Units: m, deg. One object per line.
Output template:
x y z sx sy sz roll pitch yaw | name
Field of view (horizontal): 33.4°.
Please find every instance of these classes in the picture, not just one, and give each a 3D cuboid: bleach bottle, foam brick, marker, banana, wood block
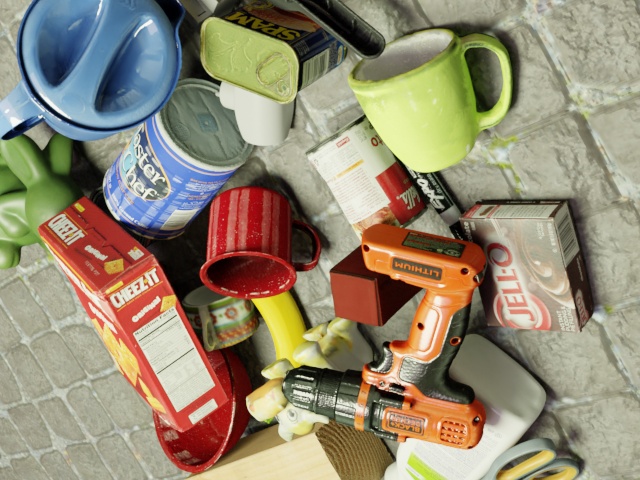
0.120 0.202 1.056 0.102 0.068 0.251 39 137 10 | bleach bottle
0.052 0.036 0.991 0.051 0.078 0.053 10 121 34 | foam brick
0.101 -0.043 0.942 0.020 0.020 0.121 -30 97 45 | marker
-0.049 0.093 1.117 0.037 0.069 0.198 10 117 60 | banana
-0.037 0.254 1.169 0.206 0.090 0.090 -27 95 36 | wood block

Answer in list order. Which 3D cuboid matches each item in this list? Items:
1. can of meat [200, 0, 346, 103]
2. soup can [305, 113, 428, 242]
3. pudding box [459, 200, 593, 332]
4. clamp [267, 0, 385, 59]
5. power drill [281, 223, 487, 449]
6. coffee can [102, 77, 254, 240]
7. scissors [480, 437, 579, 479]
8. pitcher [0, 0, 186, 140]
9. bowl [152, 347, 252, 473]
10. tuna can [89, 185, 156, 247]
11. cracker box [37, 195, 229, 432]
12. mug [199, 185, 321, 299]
-0.039 -0.169 0.925 0.102 0.083 0.057 24 129 25 | can of meat
0.040 -0.053 0.950 0.069 0.068 0.102 -27 98 45 | soup can
0.176 0.022 0.910 0.090 0.039 0.113 1 117 39 | pudding box
-0.024 -0.217 0.856 0.172 0.039 0.120 34 160 33 | clamp
0.062 0.083 0.924 0.184 0.057 0.188 11 113 10 | power drill
-0.141 -0.078 1.052 0.103 0.102 0.141 49 136 2 | coffee can
0.166 0.245 1.029 0.096 0.016 0.202 18 135 -26 | scissors
-0.217 -0.149 0.977 0.243 0.149 0.145 180 99 -75 | pitcher
-0.126 0.181 1.213 0.162 0.055 0.162 -8 80 48 | bowl
-0.218 -0.027 1.195 0.086 0.033 0.086 20 128 28 | tuna can
-0.196 0.079 1.114 0.164 0.072 0.213 34 153 47 | cracker box
-0.057 0.001 1.042 0.117 0.081 0.093 4 149 -6 | mug
